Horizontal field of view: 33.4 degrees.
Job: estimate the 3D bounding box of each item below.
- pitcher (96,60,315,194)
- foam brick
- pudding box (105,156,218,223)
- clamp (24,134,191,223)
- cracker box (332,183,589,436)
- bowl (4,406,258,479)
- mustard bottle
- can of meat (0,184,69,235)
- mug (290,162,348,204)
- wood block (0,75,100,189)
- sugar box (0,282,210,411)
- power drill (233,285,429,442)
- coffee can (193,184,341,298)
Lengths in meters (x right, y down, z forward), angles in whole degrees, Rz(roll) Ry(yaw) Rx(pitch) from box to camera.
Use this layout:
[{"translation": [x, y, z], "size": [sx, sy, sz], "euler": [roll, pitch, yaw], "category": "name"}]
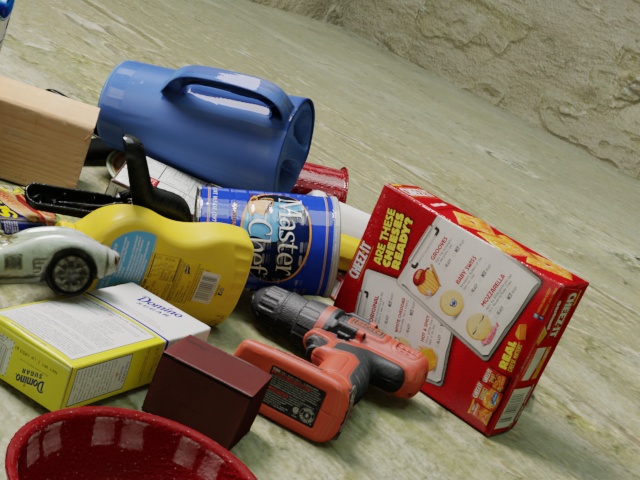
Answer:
[{"translation": [-0.136, -0.139, 1.255], "size": [0.243, 0.149, 0.145], "euler": [17, 15, 11], "category": "pitcher"}, {"translation": [-0.085, 0.116, 0.816], "size": [0.078, 0.051, 0.053], "euler": [25, 16, 11], "category": "foam brick"}, {"translation": [-0.179, -0.050, 1.207], "size": [0.113, 0.039, 0.090], "euler": [25, 26, -4], "category": "pudding box"}, {"translation": [-0.165, -0.035, 0.962], "size": [0.171, 0.120, 0.039], "euler": [28, 47, -47], "category": "clamp"}, {"translation": [0.129, 0.062, 1.046], "size": [0.214, 0.164, 0.071], "euler": [33, 19, 32], "category": "cracker box"}, {"translation": [-0.112, 0.164, 0.629], "size": [0.162, 0.055, 0.162], "euler": [19, 17, -6], "category": "bowl"}, {"translation": [-0.162, 0.017, 0.947], "size": [0.191, 0.096, 0.058], "euler": [12, 29, -26], "category": "mustard bottle"}, {"translation": [-0.287, -0.013, 0.961], "size": [0.102, 0.057, 0.083], "euler": [34, 18, 34], "category": "can of meat"}, {"translation": [-0.014, -0.057, 1.361], "size": [0.081, 0.093, 0.117], "euler": [13, 3, -13], "category": "mug"}, {"translation": [-0.356, -0.127, 1.167], "size": [0.206, 0.091, 0.090], "euler": [18, 18, -13], "category": "wood block"}, {"translation": [-0.174, 0.080, 0.833], "size": [0.093, 0.048, 0.176], "euler": [27, 14, 24], "category": "sugar box"}, {"translation": [-0.009, 0.101, 0.943], "size": [0.184, 0.057, 0.187], "euler": [23, 18, 17], "category": "power drill"}, {"translation": [-0.057, 0.001, 1.063], "size": [0.140, 0.103, 0.103], "euler": [5, 20, -8], "category": "coffee can"}]
